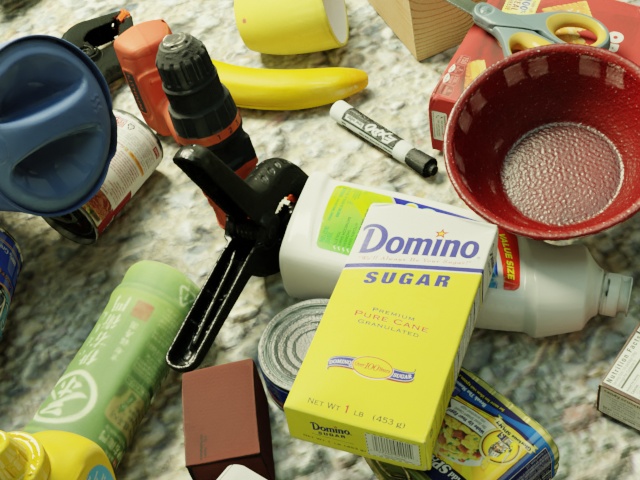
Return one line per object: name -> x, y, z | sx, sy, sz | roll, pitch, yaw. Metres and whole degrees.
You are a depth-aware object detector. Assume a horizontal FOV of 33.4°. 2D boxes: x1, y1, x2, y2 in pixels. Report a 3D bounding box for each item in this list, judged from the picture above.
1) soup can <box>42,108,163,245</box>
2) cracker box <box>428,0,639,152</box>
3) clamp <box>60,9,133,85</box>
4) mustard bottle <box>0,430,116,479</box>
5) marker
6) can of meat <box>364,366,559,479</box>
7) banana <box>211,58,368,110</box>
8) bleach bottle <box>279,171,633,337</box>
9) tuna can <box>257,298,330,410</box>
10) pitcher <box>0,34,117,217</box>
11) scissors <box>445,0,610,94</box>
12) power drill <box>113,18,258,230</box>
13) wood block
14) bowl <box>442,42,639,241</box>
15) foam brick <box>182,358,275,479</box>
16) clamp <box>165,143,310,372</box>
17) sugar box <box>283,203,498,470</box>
soup can -> -0.189, -0.056, 0.911 | 0.069, 0.068, 0.102 | 18, 56, 25
cracker box -> 0.218, -0.127, 0.880 | 0.214, 0.072, 0.164 | 18, 56, 24
clamp -> -0.220, -0.162, 1.024 | 0.120, 0.039, 0.171 | 31, 53, 11
mustard bottle -> -0.156, 0.168, 0.629 | 0.058, 0.191, 0.096 | 15, 54, 23
marker -> 0.055, -0.087, 0.917 | 0.020, 0.020, 0.121 | -39, 53, -20
can of meat -> 0.090, 0.139, 0.690 | 0.083, 0.057, 0.102 | -36, 52, -20
banana -> -0.056, -0.149, 0.983 | 0.198, 0.037, 0.069 | 14, 55, 23
bleach bottle -> 0.102, 0.015, 0.792 | 0.251, 0.068, 0.102 | 9, 52, 16
tuna can -> -0.002, 0.084, 0.772 | 0.086, 0.034, 0.086 | -6, 49, 7
pitcher -> -0.295, -0.088, 0.844 | 0.243, 0.149, 0.144 | 2, 46, 38
scissors -> 0.157, -0.189, 0.880 | 0.096, 0.016, 0.202 | -26, 54, -14
power drill -> -0.113, -0.114, 0.882 | 0.057, 0.184, 0.188 | -26, 40, -11
wood block -> 0.081, -0.278, 1.028 | 0.090, 0.091, 0.206 | -24, 49, -9
bowl -> 0.172, -0.062, 0.772 | 0.162, 0.055, 0.162 | -7, 63, 13
foam brick -> -0.063, 0.131, 0.735 | 0.053, 0.051, 0.078 | -11, 48, 4
clamp -> -0.055, 0.001, 0.803 | 0.036, 0.164, 0.209 | 15, 15, 22
sugar box -> 0.050, 0.056, 0.697 | 0.093, 0.048, 0.176 | 12, 55, 16
